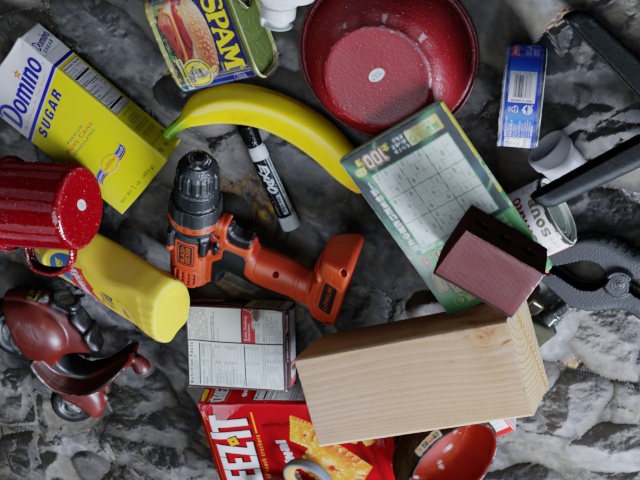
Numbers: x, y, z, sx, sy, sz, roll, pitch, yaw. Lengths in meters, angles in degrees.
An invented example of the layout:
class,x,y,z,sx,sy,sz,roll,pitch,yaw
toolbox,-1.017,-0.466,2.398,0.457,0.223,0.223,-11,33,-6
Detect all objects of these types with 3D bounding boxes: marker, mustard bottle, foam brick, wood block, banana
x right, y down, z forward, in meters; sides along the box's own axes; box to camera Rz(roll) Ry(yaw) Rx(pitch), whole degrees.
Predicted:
class,x,y,z,sx,sy,sz,roll,pitch,yaw
marker,-0.050,-0.063,1.022,0.020,0.020,0.121,-13,117,22
mustard bottle,-0.225,0.028,1.084,0.192,0.058,0.096,30,158,17
foam brick,0.144,0.017,0.899,0.078,0.053,0.051,29,120,-1
wood block,0.094,0.122,0.992,0.206,0.090,0.091,-13,96,23
banana,-0.041,-0.101,0.978,0.197,0.037,0.070,16,115,-6

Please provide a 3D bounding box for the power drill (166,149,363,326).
class,x,y,z,sx,sy,sz,roll,pitch,yaw
power drill,-0.057,0.001,1.018,0.187,0.057,0.184,20,145,6

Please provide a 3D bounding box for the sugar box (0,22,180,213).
class,x,y,z,sx,sy,sz,roll,pitch,yaw
sugar box,-0.230,-0.115,1.022,0.176,0.048,0.093,38,126,-11

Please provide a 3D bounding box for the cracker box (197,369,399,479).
class,x,y,z,sx,sy,sz,roll,pitch,yaw
cracker box,-0.010,0.222,1.158,0.214,0.072,0.164,-2,120,17

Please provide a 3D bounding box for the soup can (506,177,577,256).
class,x,y,z,sx,sy,sz,roll,pitch,yaw
soup can,0.171,-0.006,0.967,0.102,0.068,0.068,-27,111,27

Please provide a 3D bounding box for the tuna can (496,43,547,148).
class,x,y,z,sx,sy,sz,roll,pitch,yaw
tuna can,0.167,-0.120,0.887,0.034,0.086,0.086,6,122,10

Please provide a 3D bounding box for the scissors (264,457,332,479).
class,x,y,z,sx,sy,sz,roll,pitch,yaw
scissors,0.032,0.288,1.134,0.202,0.016,0.096,19,127,4

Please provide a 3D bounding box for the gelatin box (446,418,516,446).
class,x,y,z,sx,sy,sz,roll,pitch,yaw
gelatin box,0.149,0.170,1.107,0.073,0.030,0.089,-30,109,30

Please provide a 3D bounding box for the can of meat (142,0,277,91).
class,x,y,z,sx,sy,sz,roll,pitch,yaw
can of meat,-0.096,-0.187,0.936,0.084,0.057,0.102,-9,119,22

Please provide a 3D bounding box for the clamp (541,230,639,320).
class,x,y,z,sx,sy,sz,roll,pitch,yaw
clamp,0.280,0.043,0.983,0.172,0.039,0.120,4,108,19

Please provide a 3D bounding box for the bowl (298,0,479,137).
class,x,y,z,sx,sy,sz,roll,pitch,yaw
bowl,0.053,-0.150,0.918,0.162,0.055,0.162,7,122,11

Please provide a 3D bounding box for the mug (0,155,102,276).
class,x,y,z,sx,sy,sz,roll,pitch,yaw
mug,-0.261,-0.022,1.015,0.082,0.093,0.117,4,107,19

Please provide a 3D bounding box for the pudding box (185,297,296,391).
class,x,y,z,sx,sy,sz,roll,pitch,yaw
pudding box,-0.083,0.108,1.110,0.114,0.039,0.090,2,100,17
